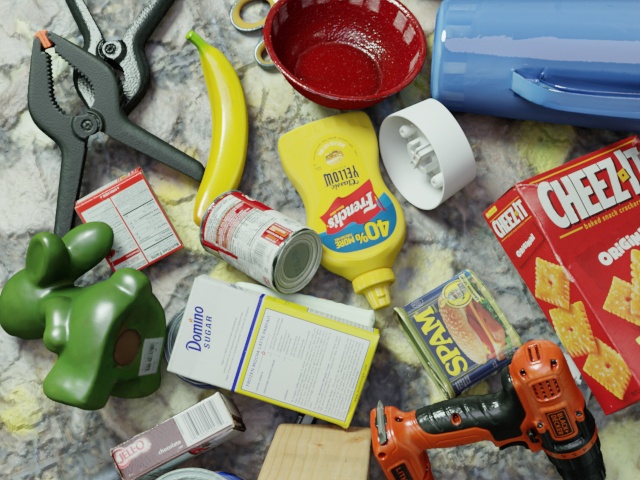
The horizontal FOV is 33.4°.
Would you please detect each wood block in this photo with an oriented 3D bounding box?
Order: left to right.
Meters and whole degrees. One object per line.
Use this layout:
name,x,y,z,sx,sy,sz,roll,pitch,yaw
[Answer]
wood block,-0.006,0.230,0.894,0.090,0.206,0.091,2,100,5

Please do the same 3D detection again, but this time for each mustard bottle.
mustard bottle,0.030,-0.024,1.036,0.096,0.058,0.191,-17,77,-5

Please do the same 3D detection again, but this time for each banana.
banana,-0.103,-0.108,1.065,0.069,0.037,0.198,1,78,-32

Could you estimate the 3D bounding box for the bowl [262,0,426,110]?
bowl,0.021,-0.183,1.058,0.162,0.055,0.162,4,56,-6

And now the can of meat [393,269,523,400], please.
can of meat,0.130,0.088,1.002,0.084,0.057,0.102,-30,73,-5

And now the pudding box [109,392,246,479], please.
pudding box,-0.129,0.183,0.983,0.113,0.090,0.039,-26,78,-3

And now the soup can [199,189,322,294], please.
soup can,-0.057,0.001,1.012,0.102,0.068,0.068,27,79,35

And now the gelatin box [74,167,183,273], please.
gelatin box,-0.187,-0.015,1.045,0.073,0.030,0.089,-29,108,-2

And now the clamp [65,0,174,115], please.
clamp,-0.223,-0.199,1.103,0.120,0.039,0.171,10,78,9

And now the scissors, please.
scissors,-0.016,-0.268,1.116,0.096,0.016,0.201,34,81,11

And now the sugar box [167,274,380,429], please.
sugar box,-0.042,0.100,0.980,0.176,0.048,0.093,18,93,3

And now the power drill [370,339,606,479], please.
power drill,0.151,0.181,0.951,0.188,0.184,0.057,-20,33,11

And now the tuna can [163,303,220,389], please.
tuna can,-0.108,0.100,1.029,0.086,0.034,0.086,-1,77,4

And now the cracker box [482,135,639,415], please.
cracker box,0.274,0.026,0.968,0.163,0.072,0.214,-22,75,-29

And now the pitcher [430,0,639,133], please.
pitcher,0.229,-0.167,1.013,0.243,0.149,0.145,5,77,8

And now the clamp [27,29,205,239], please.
clamp,-0.235,-0.105,1.055,0.164,0.036,0.210,-33,100,-2
